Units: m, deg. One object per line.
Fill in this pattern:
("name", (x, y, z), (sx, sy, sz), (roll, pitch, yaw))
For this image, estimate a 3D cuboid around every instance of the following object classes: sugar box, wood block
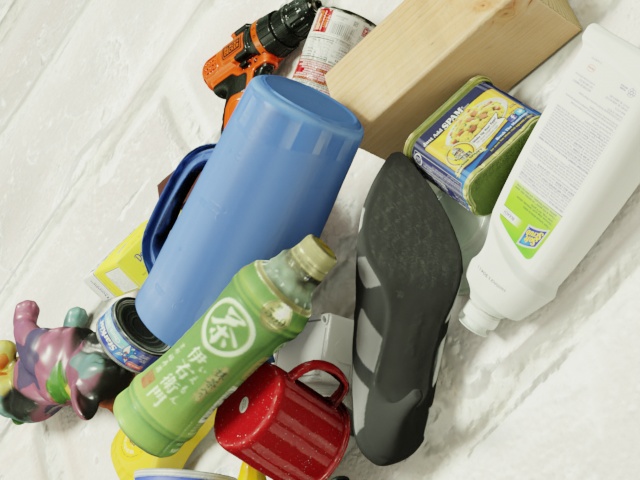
("sugar box", (-0.203, 0.016, 1.183), (0.093, 0.048, 0.176), (-48, 15, -23))
("wood block", (0.112, -0.166, 0.947), (0.206, 0.090, 0.090), (-40, 48, 30))

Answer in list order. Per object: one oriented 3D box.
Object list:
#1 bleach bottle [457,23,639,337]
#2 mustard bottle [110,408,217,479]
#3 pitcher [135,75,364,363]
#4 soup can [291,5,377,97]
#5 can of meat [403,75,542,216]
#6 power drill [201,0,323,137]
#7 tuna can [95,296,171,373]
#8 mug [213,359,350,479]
("bleach bottle", (0.183, -0.037, 0.836), (0.251, 0.068, 0.103), (-58, 40, 16))
("mustard bottle", (-0.146, 0.172, 1.112), (0.192, 0.058, 0.096), (-55, 37, 16))
("pitcher", (-0.067, -0.023, 0.945), (0.145, 0.149, 0.243), (-92, 27, -68))
("soup can", (0.011, -0.178, 1.079), (0.069, 0.068, 0.102), (19, 88, 50))
("can of meat", (0.135, -0.078, 0.893), (0.102, 0.057, 0.084), (-43, 44, -5))
("power drill", (-0.062, -0.158, 1.163), (0.185, 0.057, 0.187), (-28, 52, 42))
("tuna can", (-0.204, 0.104, 1.184), (0.034, 0.086, 0.086), (-45, 46, 23))
("mug", (-0.027, 0.147, 0.896), (0.117, 0.081, 0.093), (-45, 32, 10))
